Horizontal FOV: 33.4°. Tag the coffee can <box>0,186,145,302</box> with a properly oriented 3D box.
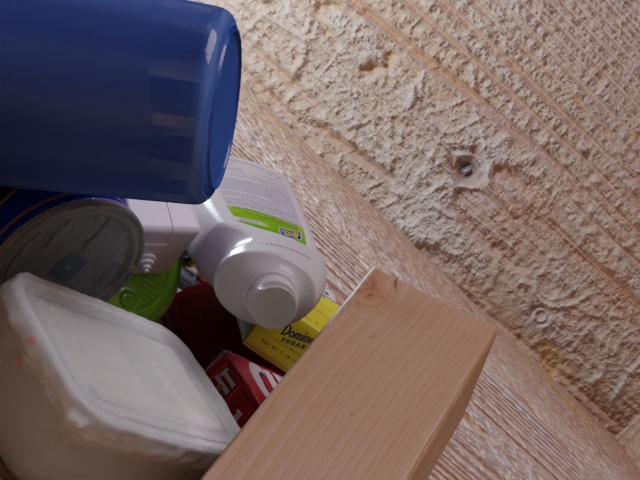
[{"bbox_3d":[-0.189,-0.029,0.679,0.140,0.103,0.102,50,10,31],"label":"coffee can"}]

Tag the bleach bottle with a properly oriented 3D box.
[{"bbox_3d":[-0.055,0.001,0.759,0.102,0.068,0.251,12,15,-12],"label":"bleach bottle"}]

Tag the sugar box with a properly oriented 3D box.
[{"bbox_3d":[-0.023,0.057,0.844,0.093,0.048,0.176,35,10,-18],"label":"sugar box"}]

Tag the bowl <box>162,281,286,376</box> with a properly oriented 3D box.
[{"bbox_3d":[-0.061,0.086,0.915,0.162,0.055,0.162,44,8,-8],"label":"bowl"}]

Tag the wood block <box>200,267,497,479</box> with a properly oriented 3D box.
[{"bbox_3d":[0.016,0.119,0.615,0.091,0.090,0.205,25,40,15],"label":"wood block"}]

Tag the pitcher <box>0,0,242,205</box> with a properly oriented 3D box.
[{"bbox_3d":[-0.168,-0.097,0.590,0.243,0.149,0.145,9,-1,3],"label":"pitcher"}]
